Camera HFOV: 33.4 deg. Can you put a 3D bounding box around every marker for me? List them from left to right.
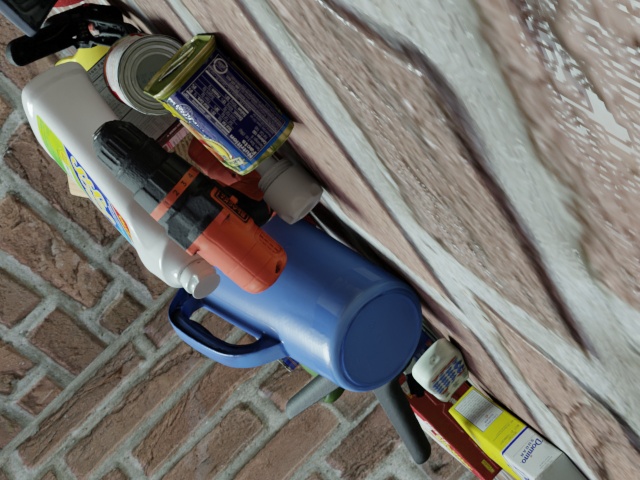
[{"bbox_3d":[0.083,0.107,1.112,0.020,0.020,0.121,-177,64,-84],"label":"marker"}]

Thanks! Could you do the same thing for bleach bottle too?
[{"bbox_3d":[-0.171,-0.047,0.948,0.251,0.068,0.102,47,159,28],"label":"bleach bottle"}]

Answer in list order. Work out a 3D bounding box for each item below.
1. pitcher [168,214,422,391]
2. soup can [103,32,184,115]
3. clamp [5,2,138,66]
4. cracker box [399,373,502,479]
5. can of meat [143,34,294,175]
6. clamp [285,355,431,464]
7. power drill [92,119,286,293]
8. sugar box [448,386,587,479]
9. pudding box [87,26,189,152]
[{"bbox_3d":[-0.027,0.054,1.011,0.144,0.149,0.243,6,-165,-41],"label":"pitcher"},{"bbox_3d":[-0.148,-0.144,0.920,0.068,0.068,0.102,47,175,-20],"label":"soup can"},{"bbox_3d":[-0.222,-0.204,1.031,0.171,0.120,0.039,-83,-8,-64],"label":"clamp"},{"bbox_3d":[0.149,0.202,1.319,0.164,0.072,0.214,45,175,-2],"label":"cracker box"},{"bbox_3d":[-0.072,-0.095,0.751,0.084,0.057,0.102,44,177,-18],"label":"can of meat"},{"bbox_3d":[0.037,0.129,1.100,0.165,0.036,0.210,10,121,20],"label":"clamp"},{"bbox_3d":[-0.097,-0.049,0.910,0.184,0.057,0.187,43,-160,-8],"label":"power drill"},{"bbox_3d":[0.210,0.222,1.096,0.093,0.048,0.176,48,176,-24],"label":"sugar box"},{"bbox_3d":[-0.175,-0.142,1.055,0.113,0.090,0.039,44,175,16],"label":"pudding box"}]
